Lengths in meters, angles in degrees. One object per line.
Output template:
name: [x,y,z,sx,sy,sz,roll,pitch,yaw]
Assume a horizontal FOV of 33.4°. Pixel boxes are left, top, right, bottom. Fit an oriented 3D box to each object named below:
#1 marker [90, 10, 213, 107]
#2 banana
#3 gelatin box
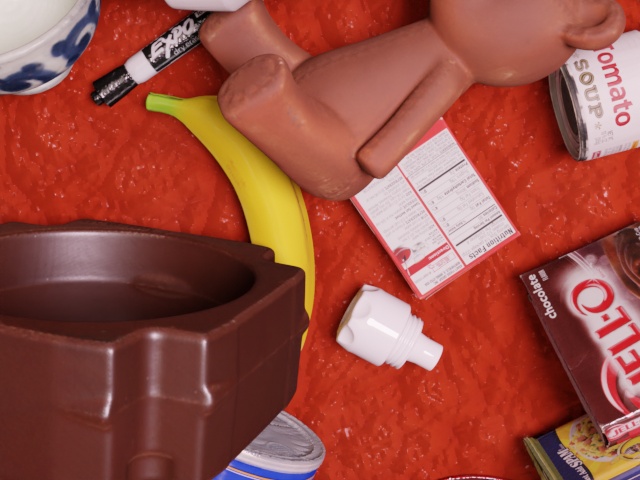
marker: [-0.088,-0.119,0.647,0.121,0.020,0.020,-34,95,6]
banana: [-0.039,-0.008,0.654,0.070,0.037,0.198,-18,95,22]
gelatin box: [0.066,-0.019,0.650,0.073,0.030,0.089,-34,95,4]
